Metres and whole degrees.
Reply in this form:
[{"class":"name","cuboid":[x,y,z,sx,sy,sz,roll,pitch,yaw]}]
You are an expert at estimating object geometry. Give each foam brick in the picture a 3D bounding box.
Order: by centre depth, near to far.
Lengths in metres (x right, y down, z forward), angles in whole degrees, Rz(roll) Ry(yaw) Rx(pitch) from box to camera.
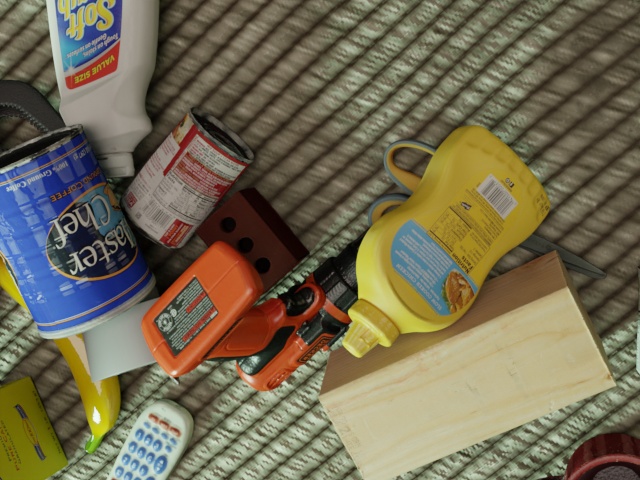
[{"class":"foam brick","cuboid":[-0.056,0.001,0.891,0.053,0.051,0.078,-42,86,13]}]

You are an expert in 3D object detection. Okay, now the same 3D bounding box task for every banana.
[{"class":"banana","cuboid":[-0.227,0.093,0.948,0.070,0.037,0.198,-27,90,14]}]

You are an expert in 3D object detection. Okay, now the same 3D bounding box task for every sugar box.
[{"class":"sugar box","cuboid":[-0.287,0.182,0.900,0.048,0.176,0.093,-25,91,14]}]

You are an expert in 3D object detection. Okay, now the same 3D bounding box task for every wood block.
[{"class":"wood block","cuboid":[0.113,0.101,0.839,0.206,0.090,0.090,-26,102,14]}]

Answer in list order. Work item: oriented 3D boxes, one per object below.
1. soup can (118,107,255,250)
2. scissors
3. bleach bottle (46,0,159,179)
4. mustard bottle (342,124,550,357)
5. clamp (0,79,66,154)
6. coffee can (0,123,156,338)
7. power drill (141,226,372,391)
[{"class":"soup can","cuboid":[-0.112,-0.050,0.889,0.068,0.068,0.102,42,104,5]},{"class":"scissors","cuboid":[0.123,-0.001,0.869,0.202,0.016,0.096,40,105,5]},{"class":"bleach bottle","cuboid":[-0.173,-0.177,0.880,0.103,0.068,0.251,-5,92,15]},{"class":"mustard bottle","cuboid":[0.084,0.011,0.805,0.096,0.058,0.191,45,77,-18]},{"class":"clamp","cuboid":[-0.303,-0.112,0.925,0.210,0.036,0.164,9,74,4]},{"class":"coffee can","cuboid":[-0.205,-0.007,0.846,0.103,0.102,0.140,-18,107,14]},{"class":"power drill","cuboid":[-0.033,0.049,0.824,0.185,0.187,0.057,-47,62,18]}]
